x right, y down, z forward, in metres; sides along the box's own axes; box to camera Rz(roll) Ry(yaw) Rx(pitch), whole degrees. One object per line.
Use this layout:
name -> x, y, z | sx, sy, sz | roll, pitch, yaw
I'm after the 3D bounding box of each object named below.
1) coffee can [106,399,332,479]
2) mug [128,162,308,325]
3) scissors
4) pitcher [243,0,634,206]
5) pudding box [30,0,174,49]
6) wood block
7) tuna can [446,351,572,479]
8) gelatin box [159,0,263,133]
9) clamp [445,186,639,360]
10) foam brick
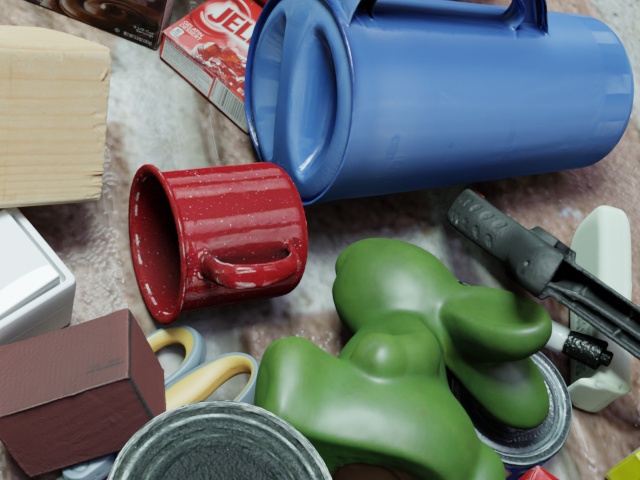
coffee can -> -0.058, 0.149, 0.503 | 0.102, 0.140, 0.103 | 8, 58, -13
mug -> -0.054, 0.001, 0.616 | 0.081, 0.093, 0.117 | -8, 19, -27
scissors -> -0.126, 0.108, 0.577 | 0.201, 0.016, 0.096 | -27, 40, -10
pitcher -> 0.085, -0.102, 0.686 | 0.242, 0.149, 0.145 | -6, 94, -30
pudding box -> -0.149, -0.187, 0.708 | 0.113, 0.090, 0.039 | 19, 56, -6
wood block -> -0.224, -0.067, 0.559 | 0.205, 0.091, 0.090 | -6, 21, -42
tuna can -> 0.108, 0.102, 0.647 | 0.086, 0.034, 0.086 | 8, 58, -13
gelatin box -> -0.055, -0.127, 0.737 | 0.089, 0.030, 0.073 | 42, 57, 9
clamp -> 0.126, 0.011, 0.630 | 0.164, 0.036, 0.210 | 31, 8, -37
foam brick -> -0.126, 0.080, 0.554 | 0.078, 0.051, 0.053 | -16, 40, 4
